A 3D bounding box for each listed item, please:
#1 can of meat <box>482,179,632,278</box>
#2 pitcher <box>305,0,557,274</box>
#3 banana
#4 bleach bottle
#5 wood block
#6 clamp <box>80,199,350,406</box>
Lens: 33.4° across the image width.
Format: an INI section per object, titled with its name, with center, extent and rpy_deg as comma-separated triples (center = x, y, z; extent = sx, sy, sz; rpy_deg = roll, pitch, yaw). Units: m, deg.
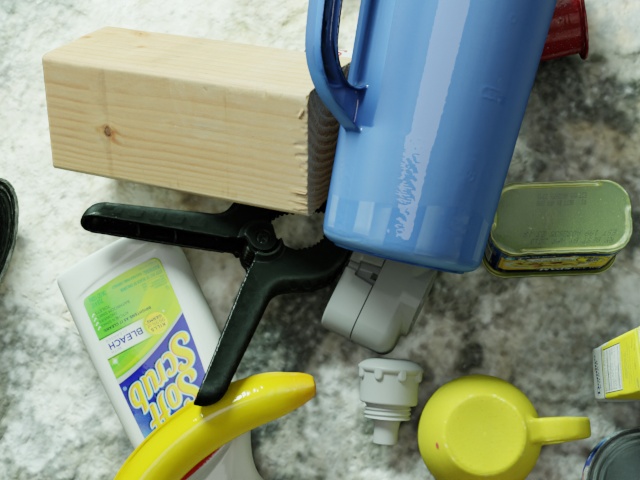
[can of meat]
center = 0.167, -0.008, 0.766
extent = 0.102, 0.084, 0.057
rpy_deg = -2, 79, 6
[pitcher]
center = 0.069, -0.108, 0.698
extent = 0.149, 0.145, 0.243
rpy_deg = 13, 92, 12
[banana]
center = -0.089, 0.152, 0.731
extent = 0.069, 0.037, 0.198
rpy_deg = 42, 86, -12
[bleach bottle]
center = -0.096, 0.117, 0.782
extent = 0.102, 0.068, 0.251
rpy_deg = -28, 80, 0
[wood block]
center = -0.085, -0.090, 0.768
extent = 0.206, 0.090, 0.091
rpy_deg = 11, 118, 20
[clamp]
center = -0.055, 0.001, 0.768
extent = 0.209, 0.036, 0.164
rpy_deg = -34, 77, -29
